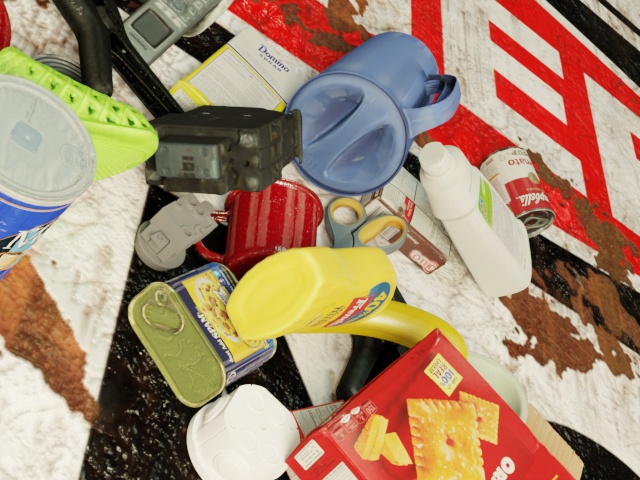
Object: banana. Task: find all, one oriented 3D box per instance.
[{"bbox_3d":[0.052,0.080,0.976,0.198,0.037,0.069,16,32,5],"label":"banana"}]

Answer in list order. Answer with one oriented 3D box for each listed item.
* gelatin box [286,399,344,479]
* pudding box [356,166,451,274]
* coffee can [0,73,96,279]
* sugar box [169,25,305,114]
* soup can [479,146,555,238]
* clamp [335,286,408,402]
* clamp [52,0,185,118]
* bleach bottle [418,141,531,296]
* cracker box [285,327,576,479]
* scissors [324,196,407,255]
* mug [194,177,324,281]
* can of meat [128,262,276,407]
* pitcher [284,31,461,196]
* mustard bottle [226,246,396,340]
[{"bbox_3d":[0.002,0.178,0.901,0.089,0.030,0.073,1,57,-57],"label":"gelatin box"},{"bbox_3d":[0.099,-0.029,1.195,0.113,0.039,0.090,41,35,-17],"label":"pudding box"},{"bbox_3d":[-0.235,-0.032,0.738,0.102,0.141,0.103,29,41,-28],"label":"coffee can"},{"bbox_3d":[-0.086,-0.150,1.096,0.093,0.048,0.176,46,32,-7],"label":"sugar box"},{"bbox_3d":[0.250,-0.061,1.365,0.068,0.069,0.102,13,48,-41],"label":"soup can"},{"bbox_3d":[0.052,0.098,1.027,0.120,0.039,0.171,18,49,-45],"label":"clamp"},{"bbox_3d":[-0.195,-0.185,0.971,0.210,0.036,0.164,63,14,20],"label":"clamp"},{"bbox_3d":[0.163,-0.034,1.160,0.250,0.068,0.102,48,33,-51],"label":"bleach bottle"},{"bbox_3d":[0.104,0.195,0.828,0.214,0.072,0.163,48,47,11],"label":"cracker box"},{"bbox_3d":[0.006,0.006,1.073,0.201,0.016,0.096,-24,53,-39],"label":"scissors"},{"bbox_3d":[-0.056,0.001,0.963,0.117,0.093,0.081,9,52,-7],"label":"mug"},{"bbox_3d":[-0.094,0.073,0.873,0.102,0.058,0.083,56,33,6],"label":"can of meat"},{"bbox_3d":[0.067,-0.153,1.175,0.149,0.145,0.242,32,30,2],"label":"pitcher"},{"bbox_3d":[0.011,0.041,0.900,0.191,0.096,0.058,-1,57,-59],"label":"mustard bottle"}]
